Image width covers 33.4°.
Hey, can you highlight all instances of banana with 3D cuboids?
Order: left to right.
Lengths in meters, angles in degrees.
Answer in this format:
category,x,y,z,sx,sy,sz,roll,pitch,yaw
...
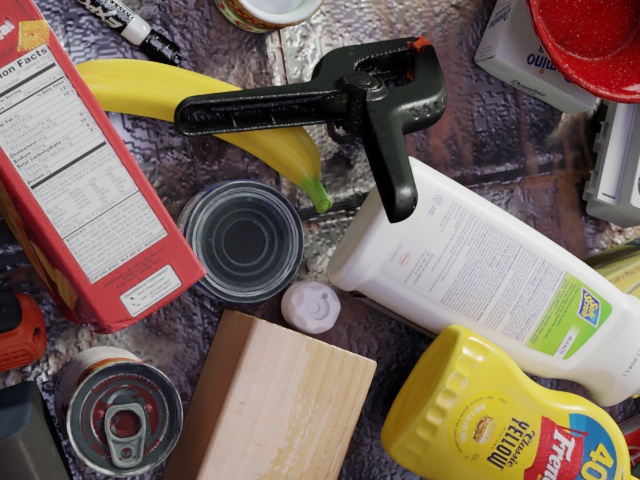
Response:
category,x,y,z,sx,sy,sz,roll,pitch,yaw
banana,-0.076,-0.083,0.706,0.197,0.069,0.037,22,120,-15

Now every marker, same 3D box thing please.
category,x,y,z,sx,sy,sz,roll,pitch,yaw
marker,-0.142,-0.155,0.705,0.121,0.020,0.020,37,79,-15

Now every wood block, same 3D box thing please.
category,x,y,z,sx,sy,sz,roll,pitch,yaw
wood block,-0.049,0.158,0.702,0.090,0.091,0.206,22,83,-18

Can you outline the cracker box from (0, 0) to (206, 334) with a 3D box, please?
category,x,y,z,sx,sy,sz,roll,pitch,yaw
cracker box,-0.168,-0.051,0.621,0.072,0.164,0.213,-35,101,-17

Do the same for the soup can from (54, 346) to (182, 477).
category,x,y,z,sx,sy,sz,roll,pitch,yaw
soup can,-0.130,0.104,0.668,0.068,0.102,0.068,0,90,-19

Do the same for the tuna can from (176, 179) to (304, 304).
category,x,y,z,sx,sy,sz,roll,pitch,yaw
tuna can,-0.055,0.001,0.728,0.086,0.034,0.086,0,91,-19

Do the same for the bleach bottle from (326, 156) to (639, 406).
category,x,y,z,sx,sy,sz,roll,pitch,yaw
bleach bottle,0.135,0.047,0.725,0.250,0.068,0.102,32,90,-10

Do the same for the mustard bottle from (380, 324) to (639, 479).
category,x,y,z,sx,sy,sz,roll,pitch,yaw
mustard bottle,0.141,0.140,0.695,0.191,0.058,0.096,31,90,-13

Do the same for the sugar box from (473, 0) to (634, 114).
category,x,y,z,sx,sy,sz,roll,pitch,yaw
sugar box,0.190,-0.194,0.803,0.093,0.048,0.176,25,86,-16

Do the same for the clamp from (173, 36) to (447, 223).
category,x,y,z,sx,sy,sz,roll,pitch,yaw
clamp,0.031,-0.083,0.697,0.209,0.165,0.036,-34,145,-44
